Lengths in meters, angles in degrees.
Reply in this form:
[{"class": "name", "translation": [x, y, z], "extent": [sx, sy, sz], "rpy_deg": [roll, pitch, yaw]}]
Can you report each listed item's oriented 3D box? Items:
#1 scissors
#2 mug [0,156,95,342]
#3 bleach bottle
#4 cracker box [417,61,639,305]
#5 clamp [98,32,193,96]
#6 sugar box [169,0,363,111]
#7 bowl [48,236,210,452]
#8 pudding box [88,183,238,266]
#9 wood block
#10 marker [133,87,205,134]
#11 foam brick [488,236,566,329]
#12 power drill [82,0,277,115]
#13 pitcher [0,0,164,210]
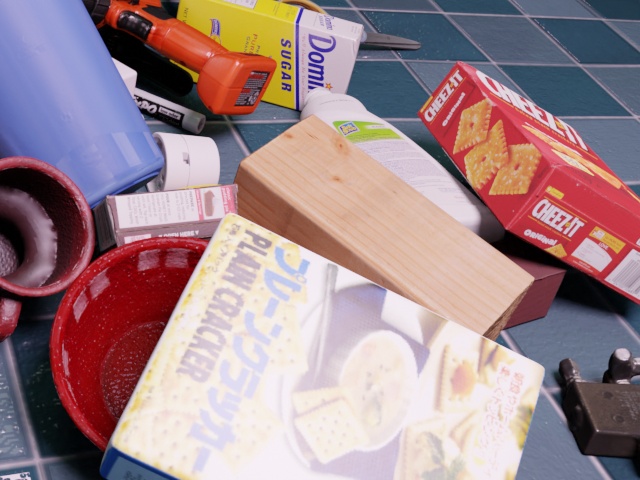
[{"class": "scissors", "translation": [0.034, -0.209, 1.169], "extent": [0.201, 0.016, 0.096], "rpy_deg": [16, 60, -30]}, {"class": "mug", "translation": [-0.211, 0.012, 0.707], "extent": [0.093, 0.082, 0.117], "rpy_deg": [14, 66, -38]}, {"class": "bleach bottle", "translation": [0.055, -0.064, 0.946], "extent": [0.102, 0.068, 0.251], "rpy_deg": [-3, 37, -28]}, {"class": "cracker box", "translation": [0.194, -0.055, 0.914], "extent": [0.164, 0.072, 0.214], "rpy_deg": [26, 22, -28]}, {"class": "clamp", "translation": [-0.206, -0.188, 1.018], "extent": [0.120, 0.039, 0.172], "rpy_deg": [12, 20, -44]}, {"class": "sugar box", "translation": [-0.054, -0.185, 1.042], "extent": [0.176, 0.093, 0.048], "rpy_deg": [16, 36, 1]}, {"class": "bowl", "translation": [-0.090, 0.080, 0.671], "extent": [0.162, 0.055, 0.162], "rpy_deg": [9, 58, -15]}, {"class": "pudding box", "translation": [-0.114, -0.010, 0.746], "extent": [0.089, 0.039, 0.114], "rpy_deg": [-8, -3, -23]}, {"class": "wood block", "translation": [0.035, 0.014, 0.773], "extent": [0.206, 0.091, 0.090], "rpy_deg": [38, 47, 15]}, {"class": "marker", "translation": [-0.163, -0.129, 0.986], "extent": [0.121, 0.020, 0.020], "rpy_deg": [23, 36, 11]}, {"class": "foam brick", "translation": [0.146, 0.035, 0.854], "extent": [0.078, 0.051, 0.053], "rpy_deg": [-12, 44, -33]}, {"class": "power drill", "translation": [-0.142, -0.177, 0.924], "extent": [0.188, 0.057, 0.184], "rpy_deg": [33, 17, 12]}, {"class": "pitcher", "translation": [-0.229, -0.126, 0.788], "extent": [0.243, 0.149, 0.144], "rpy_deg": [60, 28, -3]}]
